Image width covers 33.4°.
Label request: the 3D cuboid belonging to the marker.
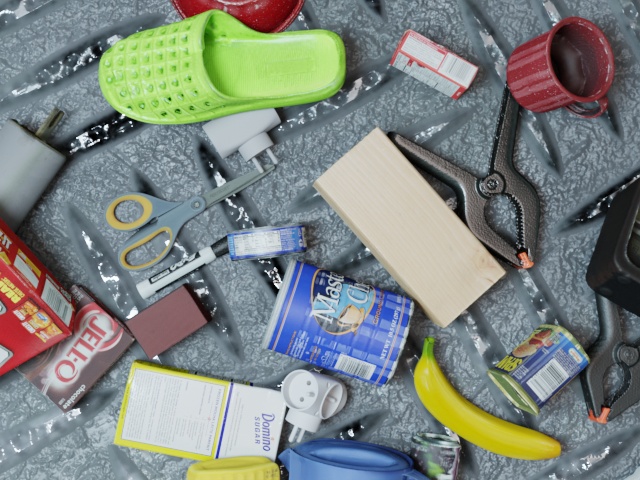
[{"bbox_3d":[-0.147,0.028,1.186,0.121,0.020,0.020,-29,90,-2],"label":"marker"}]

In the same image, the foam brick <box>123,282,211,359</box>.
[{"bbox_3d":[-0.166,0.088,1.167,0.078,0.053,0.051,-33,90,-3],"label":"foam brick"}]

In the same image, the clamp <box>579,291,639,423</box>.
[{"bbox_3d":[0.348,0.124,1.191,0.120,0.039,0.171,13,88,2],"label":"clamp"}]

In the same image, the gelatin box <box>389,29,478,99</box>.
[{"bbox_3d":[0.124,-0.193,1.172,0.089,0.073,0.030,29,87,0],"label":"gelatin box"}]

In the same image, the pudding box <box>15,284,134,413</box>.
[{"bbox_3d":[-0.272,0.118,1.170,0.090,0.039,0.113,42,88,-1],"label":"pudding box"}]

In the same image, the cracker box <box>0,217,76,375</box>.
[{"bbox_3d":[-0.386,0.073,1.099,0.214,0.072,0.164,-29,120,13],"label":"cracker box"}]

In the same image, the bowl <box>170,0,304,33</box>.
[{"bbox_3d":[-0.092,-0.298,1.177,0.162,0.055,0.162,0,89,-2],"label":"bowl"}]

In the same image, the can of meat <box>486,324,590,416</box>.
[{"bbox_3d":[0.236,0.137,1.155,0.084,0.102,0.057,-41,91,-4],"label":"can of meat"}]

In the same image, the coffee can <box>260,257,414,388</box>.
[{"bbox_3d":[0.018,0.089,1.148,0.140,0.103,0.103,19,88,-2],"label":"coffee can"}]

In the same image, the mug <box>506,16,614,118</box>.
[{"bbox_3d":[0.265,-0.178,1.163,0.117,0.082,0.093,42,67,-16],"label":"mug"}]

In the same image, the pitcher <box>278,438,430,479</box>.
[{"bbox_3d":[0.030,0.340,1.129,0.144,0.149,0.243,5,92,-22],"label":"pitcher"}]

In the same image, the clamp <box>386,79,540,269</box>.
[{"bbox_3d":[0.193,-0.070,1.190,0.164,0.036,0.210,-32,90,-5],"label":"clamp"}]

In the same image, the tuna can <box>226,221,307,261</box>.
[{"bbox_3d":[-0.058,0.001,1.156,0.086,0.086,0.034,-7,91,-2],"label":"tuna can"}]

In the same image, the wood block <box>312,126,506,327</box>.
[{"bbox_3d":[0.093,-0.014,1.159,0.091,0.090,0.206,-42,91,-2],"label":"wood block"}]

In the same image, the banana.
[{"bbox_3d":[0.171,0.191,1.175,0.198,0.037,0.070,39,126,-5],"label":"banana"}]

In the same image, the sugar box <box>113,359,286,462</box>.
[{"bbox_3d":[-0.129,0.193,1.171,0.176,0.048,0.093,13,89,-5],"label":"sugar box"}]

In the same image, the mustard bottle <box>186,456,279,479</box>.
[{"bbox_3d":[-0.092,0.328,1.123,0.096,0.058,0.191,-1,94,-27],"label":"mustard bottle"}]

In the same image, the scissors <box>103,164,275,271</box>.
[{"bbox_3d":[-0.156,-0.049,1.189,0.201,0.016,0.096,-43,90,-2],"label":"scissors"}]
